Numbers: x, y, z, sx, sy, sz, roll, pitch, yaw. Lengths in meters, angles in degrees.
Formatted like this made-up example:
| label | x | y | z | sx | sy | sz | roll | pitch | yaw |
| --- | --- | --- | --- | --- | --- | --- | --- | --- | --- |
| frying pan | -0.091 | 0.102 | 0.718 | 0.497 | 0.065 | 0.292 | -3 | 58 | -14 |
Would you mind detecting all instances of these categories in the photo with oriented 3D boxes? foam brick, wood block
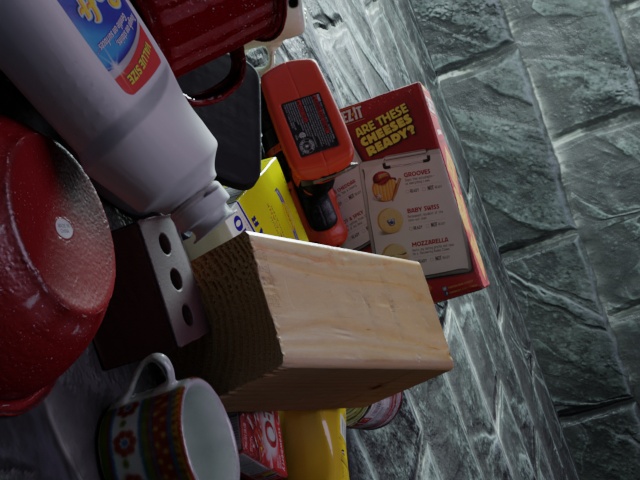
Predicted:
| label | x | y | z | sx | sy | sz | roll | pitch | yaw |
| --- | --- | --- | --- | --- | --- | --- | --- | --- | --- |
| foam brick | -0.106 | 0.030 | 0.628 | 0.053 | 0.051 | 0.078 | -22 | 94 | -75 |
| wood block | -0.007 | 0.062 | 0.731 | 0.205 | 0.091 | 0.090 | 11 | 56 | -54 |

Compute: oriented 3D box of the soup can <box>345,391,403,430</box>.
| label | x | y | z | sx | sy | sz | roll | pitch | yaw |
| --- | --- | --- | --- | --- | --- | --- | --- | --- | --- |
| soup can | 0.030 | 0.136 | 0.960 | 0.102 | 0.068 | 0.068 | 27 | 46 | -69 |

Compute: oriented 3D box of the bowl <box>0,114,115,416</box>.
| label | x | y | z | sx | sy | sz | roll | pitch | yaw |
| --- | --- | --- | --- | --- | --- | --- | --- | --- | --- |
| bowl | -0.146 | 0.000 | 0.515 | 0.162 | 0.055 | 0.162 | -18 | 90 | -75 |

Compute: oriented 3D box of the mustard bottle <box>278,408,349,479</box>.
| label | x | y | z | sx | sy | sz | roll | pitch | yaw |
| --- | --- | --- | --- | --- | --- | --- | --- | --- | --- |
| mustard bottle | -0.001 | 0.201 | 0.788 | 0.096 | 0.058 | 0.191 | 77 | 5 | -55 |

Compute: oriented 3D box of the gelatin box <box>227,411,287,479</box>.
| label | x | y | z | sx | sy | sz | roll | pitch | yaw |
| --- | --- | --- | --- | --- | --- | --- | --- | --- | --- |
| gelatin box | -0.054 | 0.119 | 0.752 | 0.073 | 0.030 | 0.089 | 49 | 27 | -55 |

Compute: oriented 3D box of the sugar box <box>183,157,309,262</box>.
| label | x | y | z | sx | sy | sz | roll | pitch | yaw |
| --- | --- | --- | --- | --- | --- | --- | --- | --- | --- |
| sugar box | -0.055 | 0.001 | 0.858 | 0.176 | 0.048 | 0.093 | -68 | 138 | -69 |

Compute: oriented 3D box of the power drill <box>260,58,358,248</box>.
| label | x | y | z | sx | sy | sz | roll | pitch | yaw |
| --- | --- | --- | --- | --- | --- | --- | --- | --- | --- |
| power drill | -0.020 | -0.093 | 0.975 | 0.188 | 0.057 | 0.184 | 94 | -26 | -75 |

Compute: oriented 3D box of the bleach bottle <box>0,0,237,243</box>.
| label | x | y | z | sx | sy | sz | roll | pitch | yaw |
| --- | --- | --- | --- | --- | --- | --- | --- | --- | --- |
| bleach bottle | -0.128 | -0.108 | 0.542 | 0.251 | 0.068 | 0.102 | 52 | 24 | -4 |

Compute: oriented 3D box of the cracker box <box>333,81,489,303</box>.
| label | x | y | z | sx | sy | sz | roll | pitch | yaw |
| --- | --- | --- | --- | --- | --- | --- | --- | --- | --- |
| cracker box | 0.061 | -0.031 | 1.085 | 0.072 | 0.164 | 0.214 | 1 | 72 | -76 |

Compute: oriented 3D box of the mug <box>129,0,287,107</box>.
| label | x | y | z | sx | sy | sz | roll | pitch | yaw |
| --- | --- | --- | --- | --- | --- | --- | --- | --- | --- |
| mug | -0.076 | -0.131 | 0.613 | 0.093 | 0.081 | 0.117 | 33 | -34 | 43 |
